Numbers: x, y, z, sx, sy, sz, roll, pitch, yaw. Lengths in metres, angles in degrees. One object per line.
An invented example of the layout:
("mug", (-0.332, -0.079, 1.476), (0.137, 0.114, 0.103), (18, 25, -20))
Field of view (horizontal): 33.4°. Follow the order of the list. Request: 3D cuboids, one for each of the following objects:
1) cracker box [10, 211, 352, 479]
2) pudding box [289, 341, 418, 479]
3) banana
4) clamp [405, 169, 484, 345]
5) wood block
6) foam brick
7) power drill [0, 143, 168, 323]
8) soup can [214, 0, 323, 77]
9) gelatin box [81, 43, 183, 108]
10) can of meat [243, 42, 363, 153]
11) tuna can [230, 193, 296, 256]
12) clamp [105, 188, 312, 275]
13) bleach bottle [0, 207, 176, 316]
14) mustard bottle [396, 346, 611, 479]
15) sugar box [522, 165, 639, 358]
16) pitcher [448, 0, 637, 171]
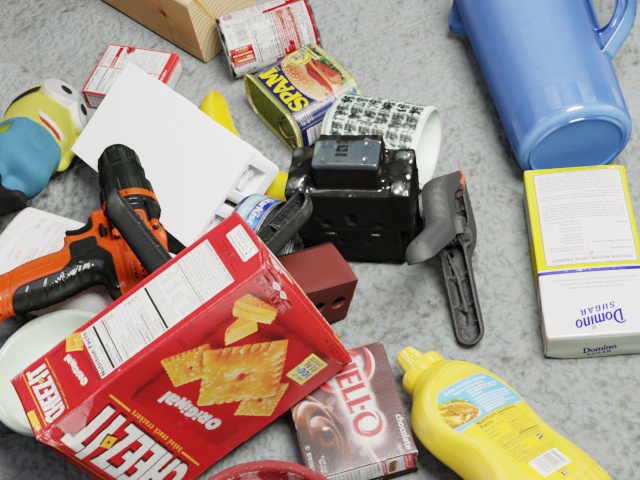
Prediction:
("cracker box", (-0.101, 0.102, 0.831), (0.213, 0.164, 0.072), (-37, 49, -1))
("pudding box", (0.024, 0.146, 0.882), (0.090, 0.039, 0.113), (-16, 53, -1))
("banana", (-0.073, -0.084, 1.070), (0.069, 0.037, 0.198), (-28, 54, -32))
("clamp", (0.117, 0.007, 0.946), (0.039, 0.120, 0.171), (-11, 32, 23))
("wood block", (-0.178, -0.298, 1.205), (0.206, 0.091, 0.090), (34, 67, 28))
("foam brick", (-0.015, 0.044, 0.939), (0.078, 0.053, 0.051), (-15, 49, -31))
("power drill", (-0.230, 0.000, 0.940), (0.187, 0.057, 0.184), (-16, 52, -8))
("soup can", (-0.055, -0.220, 1.141), (0.102, 0.068, 0.068), (-18, 54, -3))
("gelatin box", (-0.203, -0.173, 1.158), (0.089, 0.030, 0.073), (11, 59, 17))
("can of meat", (-0.016, -0.147, 1.090), (0.083, 0.057, 0.102), (-31, 55, -15))
("tuna can", (-0.056, 0.001, 0.972), (0.034, 0.086, 0.086), (18, 60, 23))
("clamp", (-0.108, 0.045, 0.879), (0.164, 0.210, 0.036), (7, 28, -19))
("bleach bottle", (-0.181, 0.048, 0.976), (0.251, 0.068, 0.102), (17, 58, 18))
("mustard bottle", (0.128, 0.150, 0.842), (0.096, 0.058, 0.192), (-18, 48, -37))
("sugar box", (0.233, 0.016, 0.936), (0.093, 0.048, 0.176), (-4, 58, 7))
("pitcher", (0.222, -0.187, 1.028), (0.145, 0.149, 0.243), (-5, 56, -9))
